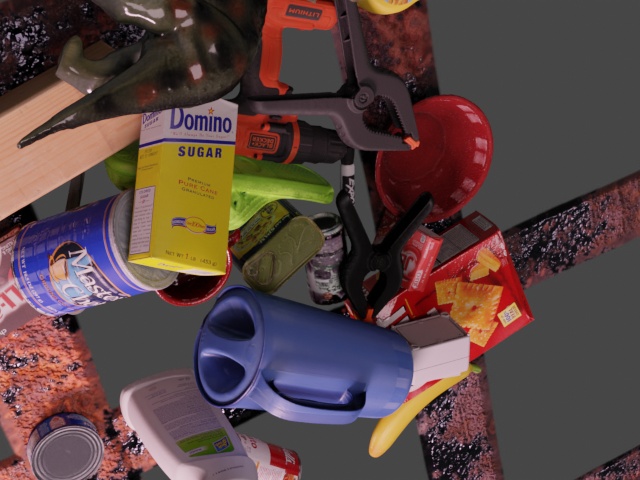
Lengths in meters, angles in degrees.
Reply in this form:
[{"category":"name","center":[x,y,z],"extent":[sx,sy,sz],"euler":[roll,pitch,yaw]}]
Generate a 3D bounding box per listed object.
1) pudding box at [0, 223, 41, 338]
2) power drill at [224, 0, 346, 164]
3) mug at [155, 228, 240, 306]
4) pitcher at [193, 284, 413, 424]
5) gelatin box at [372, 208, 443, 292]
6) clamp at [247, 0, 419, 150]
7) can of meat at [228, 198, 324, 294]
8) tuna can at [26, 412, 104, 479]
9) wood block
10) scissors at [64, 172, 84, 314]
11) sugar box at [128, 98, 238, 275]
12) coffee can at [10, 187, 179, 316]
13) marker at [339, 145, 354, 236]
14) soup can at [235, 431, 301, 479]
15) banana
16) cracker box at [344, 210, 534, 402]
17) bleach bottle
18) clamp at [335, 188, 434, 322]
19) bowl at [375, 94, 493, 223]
[{"category":"pudding box","center":[-0.336,0.049,1.120],"extent":[0.113,0.039,0.090],"euler":[-31,114,0]},{"category":"power drill","center":[-0.034,-0.175,1.165],"extent":[0.184,0.057,0.188],"euler":[4,109,-32]},{"category":"mug","center":[-0.145,0.008,1.185],"extent":[0.117,0.082,0.093],"euler":[-29,123,-12]},{"category":"pitcher","center":[-0.008,0.142,1.206],"extent":[0.242,0.145,0.149],"euler":[15,68,-37]},{"category":"gelatin box","center":[0.102,0.012,1.308],"extent":[0.030,0.089,0.073],"euler":[6,111,-40]},{"category":"clamp","center":[0.040,-0.169,1.156],"extent":[0.209,0.036,0.164],"euler":[28,97,-35]},{"category":"can of meat","center":[-0.058,0.002,1.225],"extent":[0.102,0.084,0.057],"euler":[-43,125,-3]},{"category":"tuna can","center":[-0.300,0.246,1.252],"extent":[0.086,0.034,0.086],"euler":[-11,118,-22]},{"category":"wood block","center":[-0.277,-0.104,1.052],"extent":[0.206,0.090,0.091],"euler":[-32,115,-10]},{"category":"scissors","center":[-0.288,-0.008,1.145],"extent":[0.096,0.016,0.202],"euler":[-12,118,-22]},{"category":"sugar box","center":[-0.131,-0.059,1.034],"extent":[0.093,0.048,0.176],"euler":[14,76,-45]},{"category":"coffee can","center":[-0.224,0.013,1.073],"extent":[0.141,0.102,0.102],"euler":[-15,131,30]},{"category":"marker","center":[0.032,-0.063,1.279],"extent":[0.020,0.020,0.121],"euler":[-12,119,-22]},{"category":"soup can","center":[-0.084,0.288,1.362],"extent":[0.102,0.069,0.068],"euler":[26,100,-33]},{"category":"banana","center":[0.138,0.220,1.460],"extent":[0.197,0.037,0.069],"euler":[-37,124,-7]},{"category":"cracker box","center":[0.157,0.088,1.384],"extent":[0.213,0.072,0.164],"euler":[-32,124,-9]},{"category":"bleach bottle","center":[-0.142,0.236,1.194],"extent":[0.102,0.251,0.068],"euler":[-18,120,-19]},{"category":"clamp","center":[0.075,0.013,1.260],"extent":[0.120,0.039,0.171],"euler":[-5,118,-11]},{"category":"bowl","center":[0.126,-0.105,1.285],"extent":[0.161,0.055,0.162],"euler":[-11,118,-22]}]
